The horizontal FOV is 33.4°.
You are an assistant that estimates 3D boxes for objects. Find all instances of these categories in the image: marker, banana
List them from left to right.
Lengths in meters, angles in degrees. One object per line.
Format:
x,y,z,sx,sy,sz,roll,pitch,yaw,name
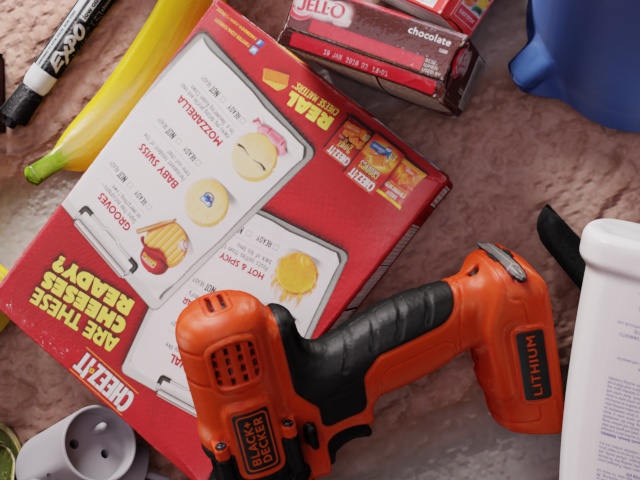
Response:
-0.157,-0.119,0.655,0.020,0.020,0.121,38,95,10,marker
-0.095,-0.107,0.611,0.037,0.069,0.198,37,106,-1,banana

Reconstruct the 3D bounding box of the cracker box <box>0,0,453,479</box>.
-0.054,0.001,0.603,0.164,0.072,0.214,39,96,11,cracker box

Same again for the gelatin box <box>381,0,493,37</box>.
0.068,-0.158,0.583,0.073,0.030,0.089,-56,40,4,gelatin box

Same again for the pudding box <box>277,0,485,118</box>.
0.036,-0.100,0.567,0.090,0.113,0.039,22,95,11,pudding box

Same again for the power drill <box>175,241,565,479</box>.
0.031,0.091,0.550,0.187,0.057,0.184,-18,116,-12,power drill
